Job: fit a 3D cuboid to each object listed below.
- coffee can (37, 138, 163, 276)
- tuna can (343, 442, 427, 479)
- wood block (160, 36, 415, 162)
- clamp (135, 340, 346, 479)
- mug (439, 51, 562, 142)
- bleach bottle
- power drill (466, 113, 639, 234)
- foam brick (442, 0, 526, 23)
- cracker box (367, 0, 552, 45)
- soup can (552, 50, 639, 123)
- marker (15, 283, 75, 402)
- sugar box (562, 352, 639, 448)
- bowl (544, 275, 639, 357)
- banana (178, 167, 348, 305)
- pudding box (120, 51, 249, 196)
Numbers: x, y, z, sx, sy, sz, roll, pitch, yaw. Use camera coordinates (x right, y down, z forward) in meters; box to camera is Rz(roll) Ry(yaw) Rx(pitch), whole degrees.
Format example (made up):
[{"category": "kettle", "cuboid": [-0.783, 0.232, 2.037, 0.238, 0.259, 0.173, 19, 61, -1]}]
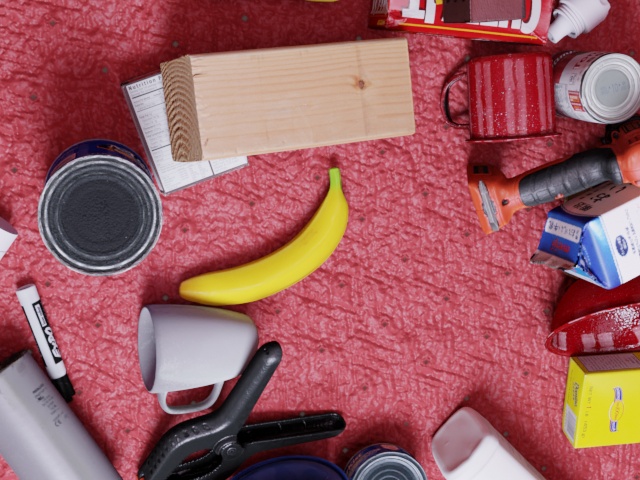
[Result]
[{"category": "coffee can", "cuboid": [-0.195, -0.033, 0.943, 0.102, 0.140, 0.103, -2, 101, -12]}, {"category": "tuna can", "cuboid": [0.065, 0.250, 1.076, 0.086, 0.034, 0.086, -1, 93, -12]}, {"category": "wood block", "cuboid": [-0.028, -0.127, 0.958, 0.205, 0.090, 0.091, -9, 97, -24]}, {"category": "clamp", "cuboid": [-0.091, 0.184, 1.036, 0.210, 0.036, 0.164, -27, 134, -1]}, {"category": "mug", "cuboid": [0.173, -0.138, 1.033, 0.117, 0.093, 0.081, -1, 98, 26]}, {"category": "bleach bottle", "cuboid": [0.228, 0.280, 1.109, 0.250, 0.102, 0.068, 41, 95, -15]}, {"category": "power drill", "cuboid": [0.236, -0.072, 1.028, 0.188, 0.184, 0.057, -19, 102, 13]}, {"category": "foam brick", "cuboid": [0.142, -0.218, 0.937, 0.051, 0.078, 0.053, -6, 101, -10]}, {"category": "cracker box", "cuboid": [0.141, -0.297, 0.997, 0.164, 0.072, 0.214, 3, 101, -12]}, {"category": "soup can", "cuboid": [0.261, -0.149, 1.034, 0.068, 0.102, 0.068, -2, 101, -11]}, {"category": "marker", "cuboid": [-0.261, 0.100, 1.018, 0.020, 0.020, 0.121, -19, 104, -8]}, {"category": "sugar box", "cuboid": [0.350, 0.167, 1.136, 0.176, 0.048, 0.093, -2, 114, -8]}, {"category": "bowl", "cuboid": [0.302, 0.068, 1.079, 0.162, 0.162, 0.055, -2, 65, -11]}, {"category": "banana", "cuboid": [-0.042, 0.013, 1.040, 0.197, 0.037, 0.069, -38, 87, -4]}, {"category": "pudding box", "cuboid": [-0.125, -0.109, 0.996, 0.090, 0.039, 0.113, -21, 102, -8]}]
